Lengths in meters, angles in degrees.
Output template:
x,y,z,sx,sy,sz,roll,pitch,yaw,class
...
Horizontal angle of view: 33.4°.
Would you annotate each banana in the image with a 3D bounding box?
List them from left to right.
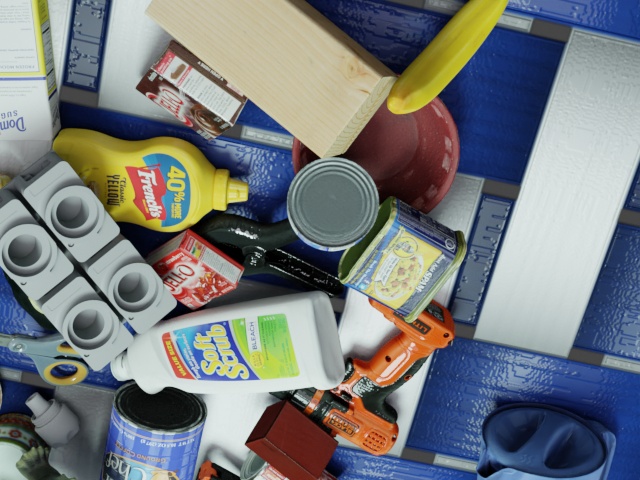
x,y,z,sx,sy,sz,roll,pitch,yaw,class
0.114,-0.174,0.974,0.037,0.070,0.197,35,68,12,banana

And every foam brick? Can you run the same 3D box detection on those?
x,y,z,sx,sy,sz,roll,pitch,yaw,class
-0.030,0.216,1.138,0.078,0.051,0.053,41,147,-12,foam brick

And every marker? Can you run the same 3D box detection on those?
x,y,z,sx,sy,sz,roll,pitch,yaw,class
0.083,-0.028,1.092,0.020,0.020,0.121,32,110,-12,marker

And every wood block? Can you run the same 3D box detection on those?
x,y,z,sx,sy,sz,roll,pitch,yaw,class
-0.041,-0.175,0.957,0.206,0.090,0.091,39,105,6,wood block

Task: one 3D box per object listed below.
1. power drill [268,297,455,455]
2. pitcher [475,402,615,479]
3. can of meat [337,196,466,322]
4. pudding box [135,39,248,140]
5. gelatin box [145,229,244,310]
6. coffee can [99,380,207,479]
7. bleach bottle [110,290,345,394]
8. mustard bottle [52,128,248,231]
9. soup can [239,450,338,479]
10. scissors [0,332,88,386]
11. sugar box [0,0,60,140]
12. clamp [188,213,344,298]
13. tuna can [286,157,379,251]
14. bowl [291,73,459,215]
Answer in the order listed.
x,y,z,sx,sy,sz,roll,pitch,yaw,class
0.039,0.124,1.139,0.184,0.057,0.188,31,112,-12,power drill
0.238,0.309,1.184,0.149,0.145,0.243,9,117,10,pitcher
0.077,0.017,1.033,0.084,0.057,0.102,28,117,-15,can of meat
-0.121,-0.138,0.999,0.090,0.114,0.039,34,77,-13,pudding box
-0.133,0.032,1.089,0.073,0.030,0.089,37,143,-22,gelatin box
-0.186,0.237,1.165,0.102,0.103,0.140,12,113,-4,coffee can
-0.105,0.121,1.111,0.251,0.068,0.102,-13,87,23,bleach bottle
-0.167,-0.056,1.063,0.191,0.058,0.096,5,114,-1,mustard bottle
-0.031,0.270,1.195,0.102,0.068,0.069,40,108,-14,soup can
-0.314,0.120,1.117,0.201,0.016,0.096,3,133,-32,scissors
-0.305,-0.184,1.019,0.093,0.048,0.176,1,117,0,sugar box
-0.057,0.001,1.075,0.171,0.039,0.120,10,133,6,clamp
0.011,-0.033,1.002,0.086,0.034,0.086,0,82,-3,tuna can
0.053,-0.093,1.045,0.162,0.055,0.162,0,113,1,bowl
